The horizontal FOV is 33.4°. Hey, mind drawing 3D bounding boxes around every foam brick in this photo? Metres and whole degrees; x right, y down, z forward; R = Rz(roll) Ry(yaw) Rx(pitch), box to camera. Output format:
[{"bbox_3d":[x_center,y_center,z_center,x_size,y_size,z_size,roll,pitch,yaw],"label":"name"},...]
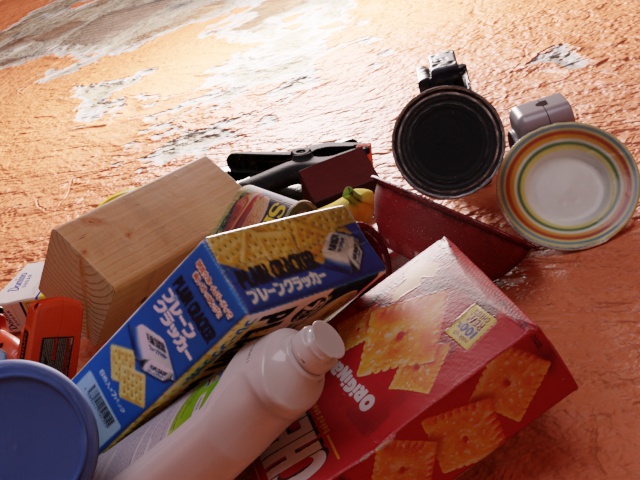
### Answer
[{"bbox_3d":[0.022,-0.056,1.152,0.078,0.053,0.051,-22,56,-5],"label":"foam brick"}]

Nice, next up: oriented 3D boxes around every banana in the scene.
[{"bbox_3d":[-0.002,-0.021,1.095,0.198,0.069,0.037,-25,52,51],"label":"banana"}]

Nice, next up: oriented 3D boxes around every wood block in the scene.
[{"bbox_3d":[-0.167,0.006,1.071,0.090,0.091,0.205,42,44,16],"label":"wood block"}]

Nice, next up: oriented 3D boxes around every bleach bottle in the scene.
[{"bbox_3d":[-0.081,0.137,0.711,0.251,0.068,0.102,-40,15,27],"label":"bleach bottle"}]

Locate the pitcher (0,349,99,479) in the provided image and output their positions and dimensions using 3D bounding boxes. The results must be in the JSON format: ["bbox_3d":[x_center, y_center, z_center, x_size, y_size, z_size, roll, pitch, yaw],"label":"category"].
[{"bbox_3d":[-0.238,0.157,0.750,0.144,0.149,0.243,-30,3,-27],"label":"pitcher"}]

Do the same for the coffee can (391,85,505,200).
[{"bbox_3d":[0.121,-0.090,1.021,0.103,0.103,0.140,-16,0,6],"label":"coffee can"}]

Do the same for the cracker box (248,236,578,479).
[{"bbox_3d":[0.046,0.106,0.748,0.213,0.072,0.164,-36,26,1],"label":"cracker box"}]

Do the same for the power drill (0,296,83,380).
[{"bbox_3d":[-0.304,0.072,1.023,0.188,0.184,0.057,14,10,42],"label":"power drill"}]

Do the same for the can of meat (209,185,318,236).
[{"bbox_3d":[-0.057,0.001,1.035,0.084,0.057,0.102,21,74,43],"label":"can of meat"}]

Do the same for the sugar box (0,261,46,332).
[{"bbox_3d":[-0.261,0.053,1.161,0.176,0.048,0.093,-11,25,23],"label":"sugar box"}]

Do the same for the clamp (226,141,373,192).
[{"bbox_3d":[-0.025,-0.079,1.201,0.171,0.039,0.120,-9,30,4],"label":"clamp"}]

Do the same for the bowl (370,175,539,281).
[{"bbox_3d":[0.109,-0.002,0.947,0.162,0.161,0.055,29,97,58],"label":"bowl"}]
